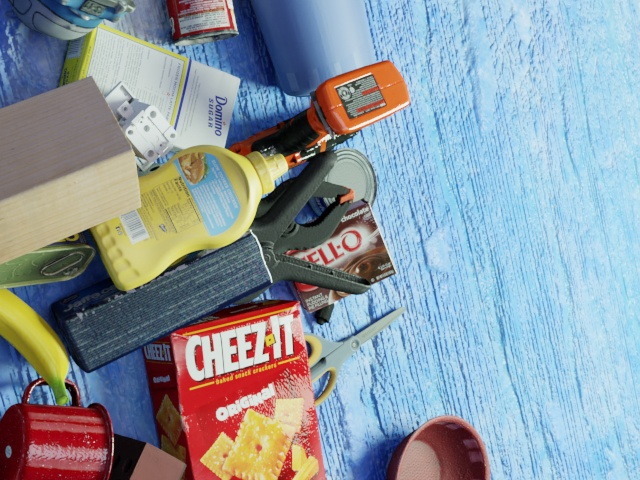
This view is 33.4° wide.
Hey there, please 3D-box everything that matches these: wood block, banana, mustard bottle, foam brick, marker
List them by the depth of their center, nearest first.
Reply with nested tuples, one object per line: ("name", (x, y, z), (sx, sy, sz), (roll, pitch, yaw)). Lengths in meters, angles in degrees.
("wood block", (-0.262, -0.044, 0.876), (0.205, 0.090, 0.091), (-24, 65, -17))
("banana", (-0.291, 0.064, 0.949), (0.037, 0.070, 0.197), (-45, 109, 6))
("mustard bottle", (-0.118, -0.035, 0.983), (0.191, 0.058, 0.096), (-25, 83, -14))
("foam brick", (-0.178, 0.222, 1.024), (0.051, 0.078, 0.053), (39, 65, -33))
("marker", (0.022, 0.043, 1.230), (0.020, 0.020, 0.121), (37, 66, -32))

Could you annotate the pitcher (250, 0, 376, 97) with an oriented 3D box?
("pitcher", (-0.018, -0.286, 1.151), (0.149, 0.145, 0.243), (-24, 108, -25))

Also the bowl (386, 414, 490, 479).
("bowl", (0.131, 0.289, 1.288), (0.161, 0.055, 0.162), (2, 88, -39))

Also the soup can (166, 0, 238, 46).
("soup can", (-0.126, -0.255, 1.089), (0.068, 0.069, 0.102), (-15, 97, -39))

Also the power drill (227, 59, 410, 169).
("power drill", (0.010, -0.125, 1.121), (0.184, 0.188, 0.057), (-28, 90, -34))

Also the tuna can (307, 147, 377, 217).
("tuna can", (0.023, -0.063, 1.226), (0.085, 0.034, 0.086), (1, 88, -39))

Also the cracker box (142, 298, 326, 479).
("cracker box", (-0.085, 0.180, 1.105), (0.163, 0.072, 0.214), (-12, 96, -38))

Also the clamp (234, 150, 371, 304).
("clamp", (-0.057, 0.001, 1.092), (0.210, 0.036, 0.164), (-12, 113, -9))

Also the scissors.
("scissors", (0.022, 0.111, 1.230), (0.201, 0.016, 0.096), (-47, 116, -30))

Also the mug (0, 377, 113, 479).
("mug", (-0.245, 0.179, 0.971), (0.081, 0.093, 0.117), (11, 62, -34))

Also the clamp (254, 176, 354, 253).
("clamp", (-0.043, -0.009, 1.134), (0.171, 0.039, 0.120), (-14, 109, -7))

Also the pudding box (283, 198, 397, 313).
("pudding box", (0.017, 0.016, 1.185), (0.113, 0.039, 0.090), (-25, 107, -7))

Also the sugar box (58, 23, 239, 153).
("sugar box", (-0.170, -0.145, 1.064), (0.175, 0.048, 0.093), (18, 82, -40))

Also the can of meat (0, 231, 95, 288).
("can of meat", (-0.265, -0.009, 0.956), (0.101, 0.058, 0.084), (-7, 61, -40))
